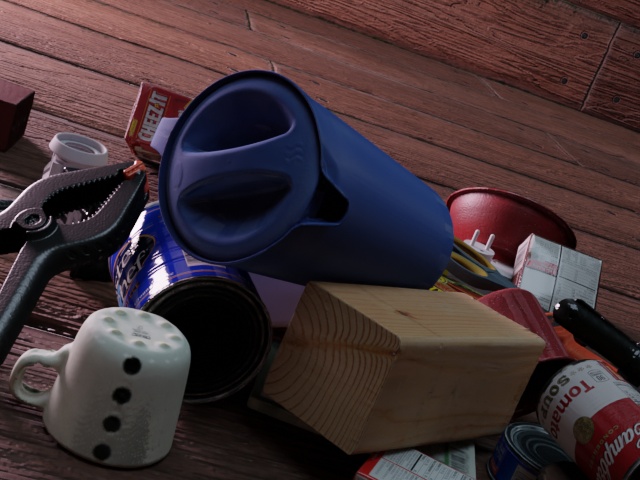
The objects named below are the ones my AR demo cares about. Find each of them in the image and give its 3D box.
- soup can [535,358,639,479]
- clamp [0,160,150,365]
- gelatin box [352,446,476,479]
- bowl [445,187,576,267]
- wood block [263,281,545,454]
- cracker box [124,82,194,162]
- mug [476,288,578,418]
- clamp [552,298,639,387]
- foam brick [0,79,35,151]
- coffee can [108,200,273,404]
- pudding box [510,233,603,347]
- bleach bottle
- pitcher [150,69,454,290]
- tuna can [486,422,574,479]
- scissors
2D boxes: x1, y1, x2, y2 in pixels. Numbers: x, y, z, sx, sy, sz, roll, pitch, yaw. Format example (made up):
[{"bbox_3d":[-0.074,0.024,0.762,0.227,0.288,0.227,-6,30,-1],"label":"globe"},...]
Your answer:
[{"bbox_3d":[0.205,0.136,0.740,0.068,0.068,0.102,10,23,-30],"label":"soup can"},{"bbox_3d":[-0.218,-0.003,0.784,0.165,0.036,0.209,28,50,27],"label":"clamp"},{"bbox_3d":[0.069,0.175,0.726,0.089,0.030,0.073,25,17,14],"label":"gelatin box"},{"bbox_3d":[0.216,0.003,1.260,0.162,0.055,0.162,21,-22,8],"label":"bowl"},{"bbox_3d":[0.069,0.092,0.793,0.091,0.090,0.205,31,14,36],"label":"wood block"},{"bbox_3d":[-0.103,-0.097,1.175,0.213,0.072,0.164,18,-3,-7],"label":"cracker box"},{"bbox_3d":[0.166,0.102,0.928,0.093,0.117,0.081,-21,55,-3],"label":"mug"},{"bbox_3d":[0.278,0.104,0.949,0.171,0.039,0.120,40,15,7],"label":"clamp"},{"bbox_3d":[-0.337,-0.134,1.115,0.051,0.053,0.078,19,19,-6],"label":"foam brick"},{"bbox_3d":[-0.101,0.042,0.801,0.102,0.103,0.140,13,20,-22],"label":"coffee can"},{"bbox_3d":[0.252,0.058,1.157,0.090,0.039,0.113,21,60,-3],"label":"pudding box"},{"bbox_3d":[-0.057,0.001,1.011,0.102,0.068,0.251,-1,21,-7],"label":"bleach bottle"},{"bbox_3d":[-0.005,-0.028,0.798,0.242,0.145,0.149,24,45,-56],"label":"pitcher"},{"bbox_3d":[0.175,0.178,0.827,0.086,0.034,0.086,19,18,-7],"label":"tuna can"},{"bbox_3d":[0.193,0.057,1.085,0.202,0.016,0.096,39,21,15],"label":"scissors"}]
